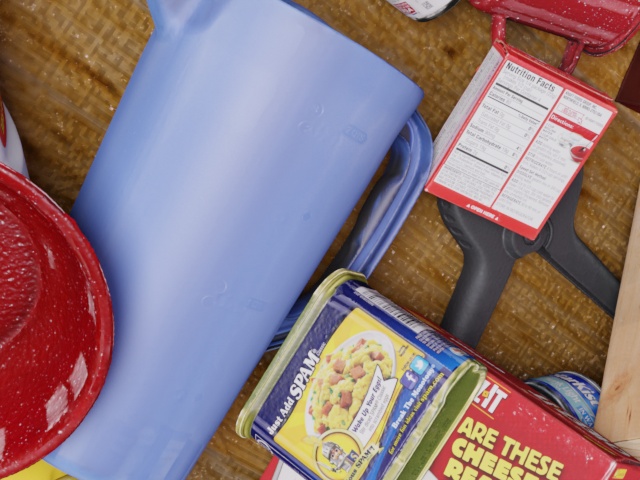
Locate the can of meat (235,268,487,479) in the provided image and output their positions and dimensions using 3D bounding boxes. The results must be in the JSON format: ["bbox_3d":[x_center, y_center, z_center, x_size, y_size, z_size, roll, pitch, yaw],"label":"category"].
[{"bbox_3d":[0.021,0.079,0.532,0.102,0.084,0.057,-59,156,6],"label":"can of meat"}]

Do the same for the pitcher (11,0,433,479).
[{"bbox_3d":[-0.053,0.001,0.532,0.149,0.145,0.243,29,96,8],"label":"pitcher"}]

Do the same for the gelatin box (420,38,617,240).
[{"bbox_3d":[0.106,-0.054,0.582,0.073,0.030,0.089,23,112,-17],"label":"gelatin box"}]

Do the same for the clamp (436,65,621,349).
[{"bbox_3d":[0.111,0.001,0.642,0.164,0.036,0.210,-25,113,-14],"label":"clamp"}]

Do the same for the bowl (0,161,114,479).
[{"bbox_3d":[-0.167,0.025,0.449,0.162,0.055,0.162,-2,113,-5],"label":"bowl"}]
